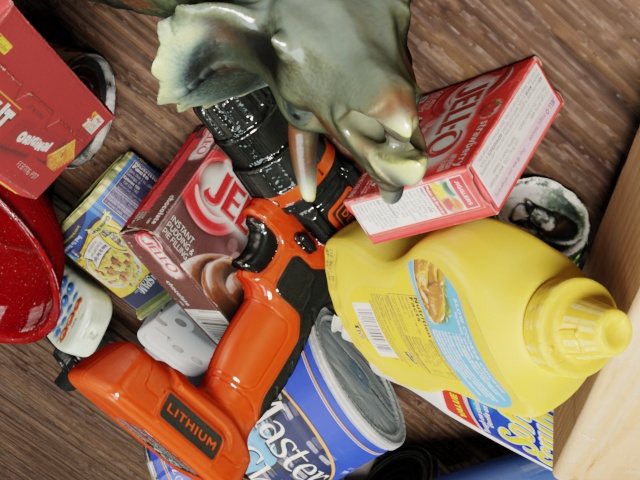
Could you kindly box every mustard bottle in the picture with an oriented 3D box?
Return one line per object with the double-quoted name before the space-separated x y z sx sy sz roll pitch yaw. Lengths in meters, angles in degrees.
"mustard bottle" 0.073 0.034 0.495 0.096 0.058 0.192 63 159 -13

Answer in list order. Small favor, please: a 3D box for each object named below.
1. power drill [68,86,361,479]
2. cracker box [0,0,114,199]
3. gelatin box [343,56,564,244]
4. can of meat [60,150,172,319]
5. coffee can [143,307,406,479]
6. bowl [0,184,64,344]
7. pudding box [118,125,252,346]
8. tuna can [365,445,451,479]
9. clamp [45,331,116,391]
"power drill" -0.045 0.022 0.565 0.057 0.187 0.184 8 145 53
"cracker box" -0.215 -0.122 0.505 0.214 0.072 0.164 41 176 9
"gelatin box" 0.061 -0.042 0.489 0.073 0.089 0.030 -14 121 45
"can of meat" -0.121 -0.003 0.699 0.084 0.057 0.102 40 145 -13
"coffee can" -0.030 0.122 0.700 0.140 0.103 0.102 -33 118 15
"bowl" -0.219 -0.010 0.671 0.162 0.055 0.162 17 136 17
"pudding box" -0.054 0.001 0.627 0.039 0.090 0.113 1 138 40
"tuna can" 0.061 0.196 0.797 0.033 0.086 0.086 46 142 -21
"clamp" -0.187 0.094 0.838 0.172 0.039 0.120 28 149 45
